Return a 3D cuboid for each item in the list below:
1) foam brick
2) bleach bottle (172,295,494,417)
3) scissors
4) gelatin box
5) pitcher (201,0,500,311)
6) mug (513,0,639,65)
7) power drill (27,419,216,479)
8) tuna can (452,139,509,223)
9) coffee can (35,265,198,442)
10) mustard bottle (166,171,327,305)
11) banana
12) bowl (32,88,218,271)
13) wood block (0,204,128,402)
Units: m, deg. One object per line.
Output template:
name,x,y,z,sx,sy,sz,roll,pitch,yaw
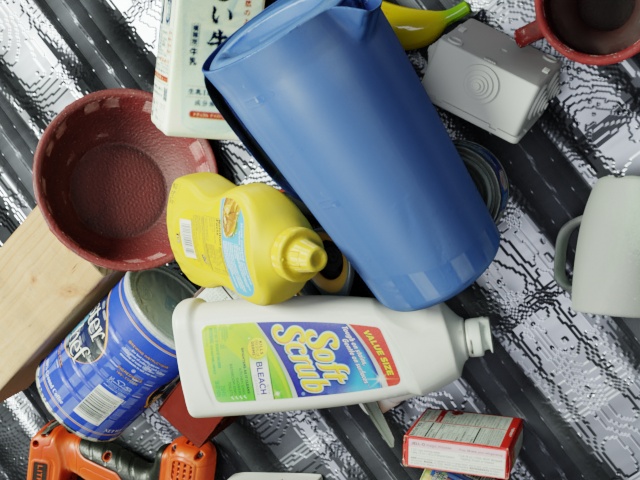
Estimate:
foam brick,-0.099,0.142,0.966,0.051,0.078,0.053,42,111,9
bleach bottle,0.012,0.083,0.866,0.251,0.068,0.102,-8,95,11
scissors,0.026,0.073,0.901,0.202,0.016,0.096,48,113,5
gelatin box,0.120,0.170,0.895,0.089,0.073,0.030,3,101,19
pitcher,0.024,-0.067,0.792,0.145,0.149,0.242,-32,111,4
mug,0.200,-0.173,0.795,0.117,0.081,0.093,-26,91,22
power drill,-0.192,0.259,1.035,0.188,0.057,0.184,13,104,15
tuna can,0.110,-0.039,0.879,0.086,0.033,0.086,4,102,19
coffee can,-0.176,0.102,0.972,0.140,0.102,0.103,-44,85,22
mustard bottle,-0.055,0.001,0.845,0.192,0.058,0.096,14,114,56
banana,0.024,-0.209,0.878,0.198,0.037,0.069,33,90,9
bowl,-0.173,-0.049,0.942,0.162,0.055,0.162,3,80,-19
wood block,-0.271,0.058,1.004,0.090,0.090,0.206,47,112,6
